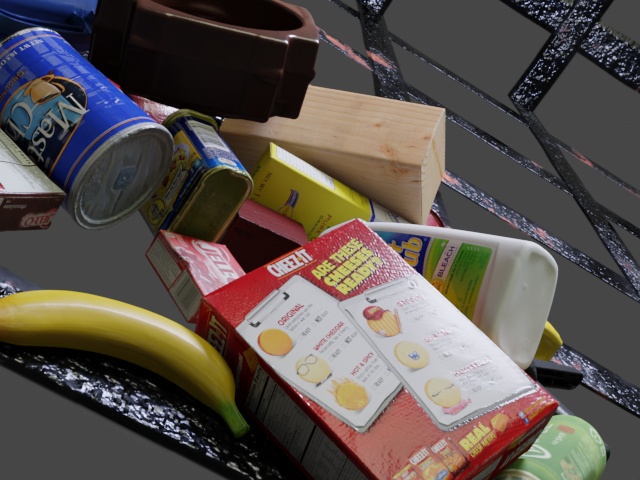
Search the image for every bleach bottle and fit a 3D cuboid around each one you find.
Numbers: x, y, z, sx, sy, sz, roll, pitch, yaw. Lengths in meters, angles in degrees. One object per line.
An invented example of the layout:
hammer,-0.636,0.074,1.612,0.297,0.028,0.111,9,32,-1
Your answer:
bleach bottle,0.071,0.036,0.901,0.251,0.102,0.068,8,-17,44

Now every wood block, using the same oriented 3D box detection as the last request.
wood block,0.014,-0.090,1.070,0.206,0.091,0.090,12,51,16

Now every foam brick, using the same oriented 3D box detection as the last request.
foam brick,-0.056,0.001,0.958,0.078,0.053,0.051,27,20,-23

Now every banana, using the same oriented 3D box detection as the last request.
banana,-0.130,0.068,0.701,0.197,0.037,0.070,25,20,-25

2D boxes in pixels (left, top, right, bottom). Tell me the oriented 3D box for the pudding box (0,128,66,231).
pudding box,-0.254,-0.047,0.773,0.090,0.039,0.113,41,18,21

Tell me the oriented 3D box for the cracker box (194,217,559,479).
cracker box,0.036,0.099,0.768,0.163,0.072,0.214,-27,59,-38

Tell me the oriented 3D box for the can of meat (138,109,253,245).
can of meat,-0.112,-0.045,0.907,0.057,0.102,0.084,15,29,-44

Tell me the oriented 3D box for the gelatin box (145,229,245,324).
gelatin box,-0.091,0.032,0.860,0.073,0.030,0.089,16,27,-45

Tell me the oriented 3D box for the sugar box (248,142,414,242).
sugar box,0.004,-0.008,1.017,0.176,0.093,0.048,29,20,-13

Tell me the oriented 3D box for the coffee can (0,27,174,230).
coffee can,-0.202,-0.091,0.863,0.140,0.103,0.102,41,20,20
